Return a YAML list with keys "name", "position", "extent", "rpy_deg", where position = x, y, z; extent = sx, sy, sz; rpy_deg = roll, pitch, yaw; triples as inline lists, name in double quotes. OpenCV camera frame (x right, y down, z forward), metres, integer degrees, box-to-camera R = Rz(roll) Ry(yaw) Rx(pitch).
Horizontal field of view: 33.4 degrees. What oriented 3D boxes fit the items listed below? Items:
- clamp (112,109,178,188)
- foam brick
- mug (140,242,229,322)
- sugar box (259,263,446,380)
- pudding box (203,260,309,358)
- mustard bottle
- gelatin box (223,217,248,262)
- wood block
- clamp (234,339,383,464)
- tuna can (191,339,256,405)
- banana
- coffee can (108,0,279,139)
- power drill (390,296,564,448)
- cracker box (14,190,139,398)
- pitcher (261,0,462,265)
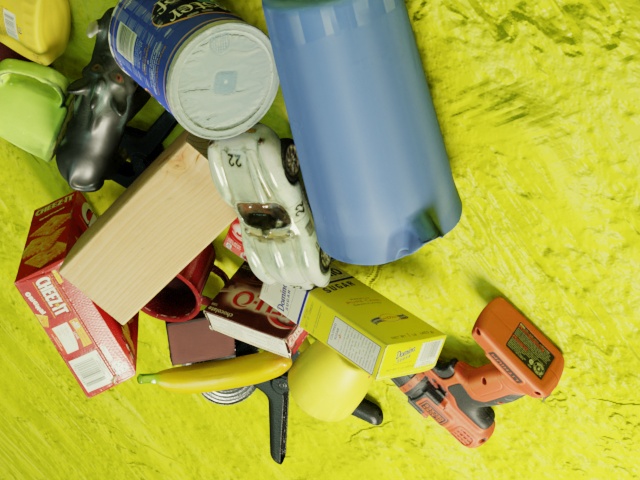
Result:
- name: "clamp"
  position: [-0.180, -0.082, 1.166]
  extent: [0.172, 0.039, 0.120]
  rpy_deg: [-7, 114, 44]
- name: "foam brick"
  position: [-0.144, 0.113, 1.271]
  extent: [0.053, 0.078, 0.051]
  rpy_deg: [-153, 55, -77]
- name: "mug"
  position: [-0.159, 0.038, 1.232]
  extent: [0.117, 0.081, 0.093]
  rpy_deg: [21, 137, -2]
- name: "sugar box"
  position: [0.030, 0.075, 1.070]
  extent: [0.176, 0.093, 0.048]
  rpy_deg: [34, 115, 37]
- name: "pudding box"
  position: [-0.058, 0.074, 1.187]
  extent: [0.114, 0.090, 0.039]
  rpy_deg: [15, 138, 29]
- name: "mustard bottle"
  position: [-0.352, -0.258, 1.110]
  extent: [0.192, 0.058, 0.096]
  rpy_deg: [26, 142, 16]
- name: "gelatin box"
  position: [-0.058, 0.001, 1.159]
  extent: [0.089, 0.030, 0.073]
  rpy_deg: [35, 143, 5]
- name: "wood block"
  position: [-0.161, -0.022, 1.092]
  extent: [0.090, 0.090, 0.206]
  rpy_deg: [42, 113, -14]
- name: "clamp"
  position: [-0.030, 0.167, 1.287]
  extent: [0.165, 0.036, 0.210]
  rpy_deg: [-20, 106, 23]
- name: "tuna can"
  position: [-0.118, 0.159, 1.329]
  extent: [0.086, 0.086, 0.034]
  rpy_deg: [51, 175, -16]
- name: "banana"
  position: [-0.114, 0.158, 1.257]
  extent: [0.198, 0.069, 0.037]
  rpy_deg: [-12, 86, 20]
- name: "coffee can"
  position: [-0.112, -0.162, 0.929]
  extent: [0.140, 0.102, 0.103]
  rpy_deg: [42, 156, 48]
- name: "power drill"
  position: [0.145, 0.125, 1.101]
  extent: [0.184, 0.057, 0.188]
  rpy_deg: [42, 145, -5]
- name: "cracker box"
  position: [-0.274, 0.055, 1.240]
  extent: [0.072, 0.214, 0.164]
  rpy_deg: [-25, 114, 3]
- name: "pitcher"
  position: [0.028, -0.114, 0.899]
  extent: [0.149, 0.144, 0.243]
  rpy_deg: [0, 126, 25]
